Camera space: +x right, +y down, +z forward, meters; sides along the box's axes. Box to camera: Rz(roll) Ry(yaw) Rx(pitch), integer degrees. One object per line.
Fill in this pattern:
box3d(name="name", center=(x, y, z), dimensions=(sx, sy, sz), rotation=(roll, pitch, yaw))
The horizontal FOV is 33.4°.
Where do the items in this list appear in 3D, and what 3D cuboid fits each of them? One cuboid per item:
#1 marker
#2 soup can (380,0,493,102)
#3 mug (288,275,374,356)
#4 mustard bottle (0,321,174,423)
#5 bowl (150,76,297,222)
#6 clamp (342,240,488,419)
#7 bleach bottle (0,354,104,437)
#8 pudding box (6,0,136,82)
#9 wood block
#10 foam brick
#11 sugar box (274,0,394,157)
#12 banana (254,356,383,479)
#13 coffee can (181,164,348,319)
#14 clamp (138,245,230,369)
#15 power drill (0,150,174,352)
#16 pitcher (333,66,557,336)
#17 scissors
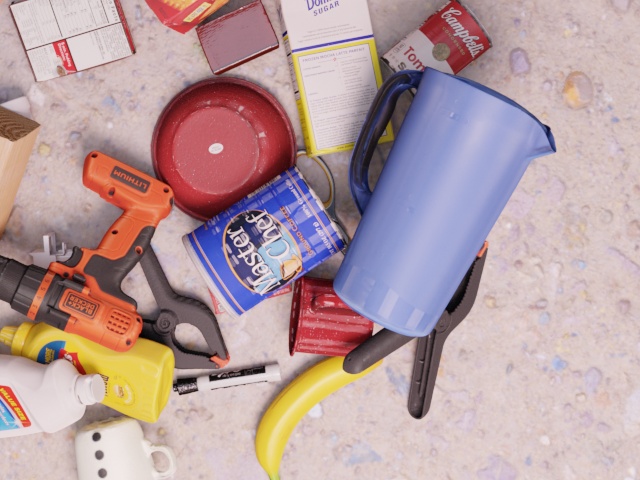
box3d(name="marker", center=(-0.104, 0.155, 1.189), dimensions=(0.121, 0.020, 0.020), rotation=(-8, 96, 0))
box3d(name="soup can", center=(0.122, -0.200, 1.131), dimensions=(0.102, 0.068, 0.068), rotation=(-39, 96, 4))
box3d(name="mug", center=(0.014, 0.079, 1.138), dimensions=(0.081, 0.117, 0.093), rotation=(7, 68, -7))
box3d(name="mustard bottle", center=(-0.256, 0.129, 1.152), dimensions=(0.192, 0.058, 0.096), rotation=(18, 131, 7))
box3d(name="bowl", center=(-0.107, -0.095, 1.136), dimensions=(0.162, 0.055, 0.162), rotation=(0, 94, 5))
box3d(name="clamp", center=(0.111, 0.083, 1.142), dimensions=(0.036, 0.164, 0.210), rotation=(27, 89, 41))
box3d(name="bleach bottle", center=(-0.347, 0.158, 1.125), dimensions=(0.251, 0.068, 0.102), rotation=(-7, 106, 17))
box3d(name="pudding box", center=(-0.262, -0.224, 1.130), dimensions=(0.113, 0.039, 0.090), rotation=(-17, 106, -1))
box3d(name="wood block", center=(-0.375, -0.038, 1.108), dimensions=(0.091, 0.090, 0.206), rotation=(23, 108, -3))
box3d(name="foam brick", center=(-0.088, -0.214, 1.133), dimensions=(0.078, 0.053, 0.051), rotation=(-24, 96, 0))
box3d(name="sugar box", center=(0.014, -0.183, 1.137), dimensions=(0.093, 0.048, 0.176), rotation=(-12, 93, -10))
box3d(name="banana", center=(-0.014, 0.184, 1.188), dimensions=(0.069, 0.037, 0.198), rotation=(37, 96, -22))
box3d(name="coffee can", center=(-0.057, 0.001, 1.102), dimensions=(0.140, 0.103, 0.103), rotation=(-33, 96, 0))
box3d(name="clamp", center=(-0.179, 0.093, 1.172), dimensions=(0.171, 0.039, 0.120), rotation=(44, 100, 2))
box3d(name="power drill", center=(-0.247, 0.004, 1.109), dimensions=(0.184, 0.057, 0.187), rotation=(26, 68, -11))
box3d(name="pitcher", center=(0.101, -0.040, 1.030), dimensions=(0.145, 0.149, 0.243), rotation=(23, 100, -18))
box3d(name="scissors", center=(0.000, -0.001, 1.176), dimensions=(0.096, 0.016, 0.202), rotation=(-22, 96, 3))
